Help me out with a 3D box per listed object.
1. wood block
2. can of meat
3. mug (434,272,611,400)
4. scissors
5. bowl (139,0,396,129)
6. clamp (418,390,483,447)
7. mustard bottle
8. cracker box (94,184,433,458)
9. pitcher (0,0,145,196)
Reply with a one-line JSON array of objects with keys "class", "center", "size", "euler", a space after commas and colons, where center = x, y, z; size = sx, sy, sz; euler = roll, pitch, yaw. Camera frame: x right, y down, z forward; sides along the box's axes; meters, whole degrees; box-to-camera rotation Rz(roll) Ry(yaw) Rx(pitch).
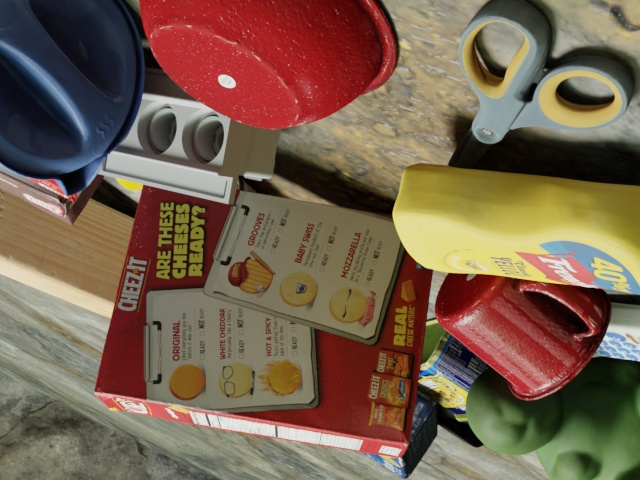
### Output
[{"class": "wood block", "center": [-0.238, 0.010, 1.042], "size": [0.205, 0.091, 0.090], "euler": [27, 163, -30]}, {"class": "can of meat", "center": [0.118, 0.113, 0.941], "size": [0.084, 0.057, 0.102], "euler": [33, 160, -11]}, {"class": "mug", "center": [0.135, 0.044, 0.698], "size": [0.081, 0.093, 0.117], "euler": [38, 164, -15]}, {"class": "scissors", "center": [0.111, -0.060, 0.578], "size": [0.096, 0.016, 0.202], "euler": [22, 160, 15]}, {"class": "bowl", "center": [-0.041, -0.110, 0.592], "size": [0.162, 0.055, 0.162], "euler": [24, 161, 9]}, {"class": "clamp", "center": [0.105, 0.165, 1.116], "size": [0.172, 0.039, 0.120], "euler": [25, 157, 24]}, {"class": "mustard bottle", "center": [0.144, -0.003, 0.599], "size": [0.192, 0.058, 0.096], "euler": [7, 162, 30]}, {"class": "cracker box", "center": [-0.033, 0.054, 0.756], "size": [0.213, 0.164, 0.072], "euler": [9, 159, 2]}, {"class": "pitcher", "center": [-0.243, -0.131, 0.723], "size": [0.243, 0.149, 0.144], "euler": [13, 171, 43]}]
